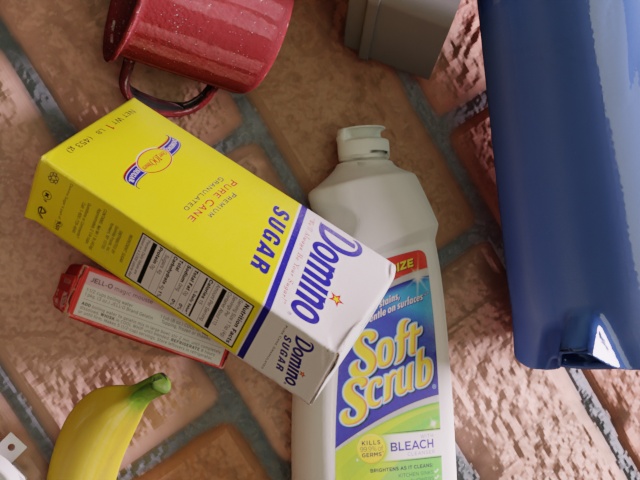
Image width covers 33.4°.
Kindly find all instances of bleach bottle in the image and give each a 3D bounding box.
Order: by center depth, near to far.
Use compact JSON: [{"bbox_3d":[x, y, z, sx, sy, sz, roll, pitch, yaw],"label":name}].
[{"bbox_3d":[0.024,0.059,0.623,0.102,0.068,0.251,-3,88,-17],"label":"bleach bottle"}]

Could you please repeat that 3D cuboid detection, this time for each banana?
[{"bbox_3d":[-0.125,0.161,0.569,0.037,0.070,0.198,8,92,-37],"label":"banana"}]

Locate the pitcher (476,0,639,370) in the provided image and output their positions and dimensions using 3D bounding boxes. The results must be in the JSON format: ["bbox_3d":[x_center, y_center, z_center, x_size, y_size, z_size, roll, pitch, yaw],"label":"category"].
[{"bbox_3d":[0.166,-0.054,0.626,0.145,0.149,0.243,-12,100,-9],"label":"pitcher"}]

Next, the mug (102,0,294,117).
[{"bbox_3d":[-0.070,-0.120,0.587,0.081,0.093,0.117,16,115,-22],"label":"mug"}]

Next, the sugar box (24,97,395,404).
[{"bbox_3d":[-0.053,0.000,0.553,0.176,0.048,0.093,30,35,7],"label":"sugar box"}]

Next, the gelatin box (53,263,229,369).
[{"bbox_3d":[-0.096,0.040,0.576,0.089,0.073,0.030,21,84,-17],"label":"gelatin box"}]
